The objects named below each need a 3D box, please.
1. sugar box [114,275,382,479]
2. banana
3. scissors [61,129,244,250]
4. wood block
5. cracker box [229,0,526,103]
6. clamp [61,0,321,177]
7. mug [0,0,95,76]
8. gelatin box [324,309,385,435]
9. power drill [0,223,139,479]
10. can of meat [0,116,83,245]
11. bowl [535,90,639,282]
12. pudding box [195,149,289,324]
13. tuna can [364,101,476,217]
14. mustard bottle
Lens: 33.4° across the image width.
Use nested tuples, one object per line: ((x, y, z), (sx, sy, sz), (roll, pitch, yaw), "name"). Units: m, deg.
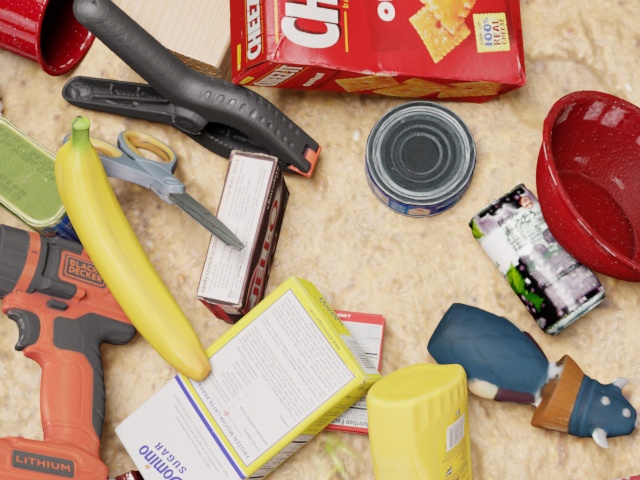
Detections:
((-0.052, 0.116, 0.756), (0.176, 0.048, 0.093), (-41, 69, 12), "sugar box")
((-0.137, 0.011, 0.739), (0.037, 0.070, 0.198), (-30, 102, -18), "banana")
((-0.126, -0.040, 0.755), (0.096, 0.202, 0.016), (5, 113, -24), "scissors")
((-0.075, -0.224, 0.833), (0.091, 0.090, 0.206), (21, 79, 7), "wood block")
((0.043, -0.192, 0.777), (0.213, 0.072, 0.164), (1, 83, -27), "cracker box")
((-0.101, -0.101, 0.805), (0.209, 0.165, 0.036), (27, 71, -15), "clamp")
((-0.228, -0.192, 0.824), (0.081, 0.117, 0.093), (23, 60, 12), "mug")
((0.008, 0.096, 0.789), (0.073, 0.030, 0.089), (6, 81, 4), "gelatin box")
((-0.202, 0.080, 0.728), (0.184, 0.057, 0.187), (20, 56, -29), "power drill")
((-0.215, -0.041, 0.803), (0.102, 0.084, 0.057), (35, 82, 9), "can of meat")
((0.211, -0.028, 0.771), (0.162, 0.055, 0.162), (16, 52, -22), "bowl")
((-0.055, 0.001, 0.782), (0.039, 0.090, 0.113), (10, 78, 5), "pudding box")
((0.076, -0.063, 0.818), (0.086, 0.034, 0.086), (-1, 78, 3), "tuna can")
((0.073, 0.186, 0.728), (0.058, 0.096, 0.191), (-1, 100, 28), "mustard bottle")
